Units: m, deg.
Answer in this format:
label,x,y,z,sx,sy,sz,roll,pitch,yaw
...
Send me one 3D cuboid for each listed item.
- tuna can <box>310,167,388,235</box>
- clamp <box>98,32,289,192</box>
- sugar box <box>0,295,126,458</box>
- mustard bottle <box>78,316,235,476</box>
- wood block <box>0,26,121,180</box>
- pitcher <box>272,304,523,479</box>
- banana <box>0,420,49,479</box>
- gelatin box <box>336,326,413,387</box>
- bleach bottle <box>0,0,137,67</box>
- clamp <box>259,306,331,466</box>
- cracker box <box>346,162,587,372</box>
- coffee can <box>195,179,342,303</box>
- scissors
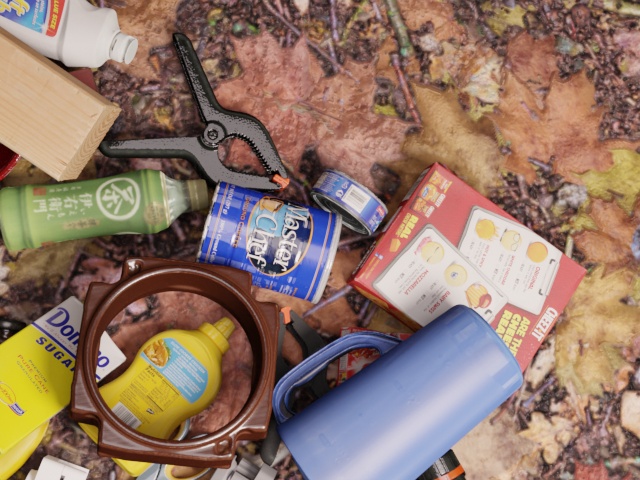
label,x,y,z,sx,sy,sz,roll,pitch,yaw
tuna can,0.031,-0.042,1.189,0.086,0.086,0.033,36,81,-2
clamp,-0.123,-0.127,1.204,0.210,0.036,0.164,26,82,-5
sugar box,-0.294,0.139,1.101,0.093,0.048,0.176,51,49,0
mustard bottle,-0.163,0.153,1.144,0.096,0.058,0.191,41,71,13
wood block,-0.317,-0.155,1.075,0.206,0.090,0.091,34,94,-3
pitcher,0.077,0.168,1.100,0.242,0.145,0.149,-37,114,-5
banana,-0.367,0.237,1.125,0.197,0.037,0.069,-23,87,-10
gelatin box,0.064,0.137,1.186,0.089,0.030,0.073,9,79,-25
bleach bottle,-0.313,-0.259,1.158,0.251,0.068,0.102,23,77,6
clamp,-0.032,0.162,1.175,0.120,0.039,0.171,-19,83,-27
cracker box,0.163,0.041,1.203,0.213,0.072,0.164,35,82,-3
coffee can,-0.058,0.001,1.163,0.140,0.103,0.103,16,81,-5
scissors,-0.203,0.251,1.155,0.201,0.016,0.096,-26,85,-11
